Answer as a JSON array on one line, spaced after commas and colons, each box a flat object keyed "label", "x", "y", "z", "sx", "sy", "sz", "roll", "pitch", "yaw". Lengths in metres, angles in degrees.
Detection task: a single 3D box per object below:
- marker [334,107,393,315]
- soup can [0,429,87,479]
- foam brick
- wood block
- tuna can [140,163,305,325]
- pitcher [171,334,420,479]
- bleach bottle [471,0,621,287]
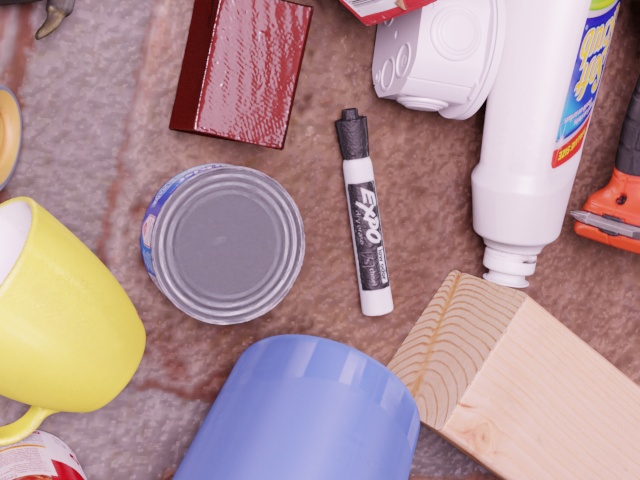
[{"label": "marker", "x": 0.025, "y": -0.016, "z": 0.618, "sx": 0.020, "sy": 0.020, "sz": 0.121, "roll": -13, "pitch": 103, "yaw": -19}, {"label": "soup can", "x": -0.144, "y": 0.140, "z": 0.531, "sx": 0.068, "sy": 0.102, "sz": 0.068, "roll": -3, "pitch": 99, "yaw": -21}, {"label": "foam brick", "x": -0.042, "y": -0.090, "z": 0.562, "sx": 0.051, "sy": 0.053, "sz": 0.078, "roll": 11, "pitch": 95, "yaw": -23}, {"label": "wood block", "x": 0.147, "y": 0.117, "z": 0.650, "sx": 0.206, "sy": 0.090, "sz": 0.091, "roll": 37, "pitch": 84, "yaw": -22}, {"label": "tuna can", "x": -0.054, "y": 0.001, "z": 0.582, "sx": 0.086, "sy": 0.034, "sz": 0.086, "roll": -3, "pitch": 100, "yaw": -21}, {"label": "pitcher", "x": -0.040, "y": 0.171, "z": 0.526, "sx": 0.149, "sy": 0.145, "sz": 0.242, "roll": 14, "pitch": 51, "yaw": 12}, {"label": "bleach bottle", "x": 0.132, "y": -0.098, "z": 0.618, "sx": 0.102, "sy": 0.068, "sz": 0.251, "roll": -16, "pitch": 117, "yaw": -61}]
